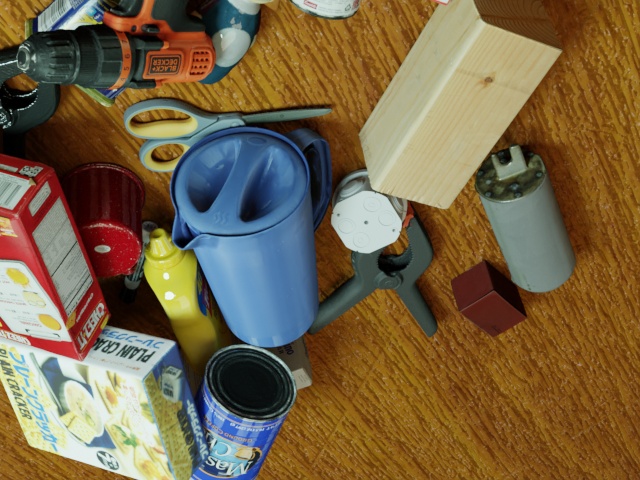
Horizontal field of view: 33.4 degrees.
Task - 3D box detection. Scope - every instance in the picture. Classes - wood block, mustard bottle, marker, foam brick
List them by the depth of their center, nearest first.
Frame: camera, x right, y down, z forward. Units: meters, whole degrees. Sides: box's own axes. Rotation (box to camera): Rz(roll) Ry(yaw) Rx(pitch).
[{"bbox_3d":[0.127,-0.138,1.017,0.090,0.090,0.206,14,132,-23],"label":"wood block"},{"bbox_3d":[-0.148,0.056,1.157,0.058,0.096,0.191,-14,137,3],"label":"mustard bottle"},{"bbox_3d":[-0.201,0.027,1.171,0.020,0.020,0.121,8,134,-20],"label":"marker"},{"bbox_3d":[0.201,0.071,1.279,0.053,0.051,0.078,-33,132,23],"label":"foam brick"}]

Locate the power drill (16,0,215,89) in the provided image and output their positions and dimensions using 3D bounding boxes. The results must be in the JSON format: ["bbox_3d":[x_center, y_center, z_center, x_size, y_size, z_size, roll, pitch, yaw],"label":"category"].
[{"bbox_3d":[-0.145,-0.208,0.832,0.184,0.057,0.188,-13,127,-49],"label":"power drill"}]

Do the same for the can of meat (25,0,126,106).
[{"bbox_3d":[-0.190,-0.179,0.930,0.084,0.057,0.102,-36,132,21],"label":"can of meat"}]

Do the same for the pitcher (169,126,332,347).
[{"bbox_3d":[-0.057,0.001,1.097,0.149,0.145,0.243,-4,146,4],"label":"pitcher"}]

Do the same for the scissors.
[{"bbox_3d":[-0.095,-0.103,1.061,0.201,0.016,0.096,3,137,-15],"label":"scissors"}]

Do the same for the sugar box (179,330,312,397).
[{"bbox_3d":[-0.101,0.154,1.272,0.176,0.093,0.048,-18,138,8],"label":"sugar box"}]

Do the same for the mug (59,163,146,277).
[{"bbox_3d":[-0.218,-0.010,1.083,0.093,0.081,0.117,-18,137,7],"label":"mug"}]

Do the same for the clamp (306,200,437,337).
[{"bbox_3d":[0.085,0.042,1.234,0.164,0.036,0.210,7,131,-17],"label":"clamp"}]

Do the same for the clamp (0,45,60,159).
[{"bbox_3d":[-0.289,-0.115,0.989,0.172,0.039,0.120,-32,134,26],"label":"clamp"}]

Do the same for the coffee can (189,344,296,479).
[{"bbox_3d":[-0.095,0.198,1.175,0.102,0.103,0.140,7,133,-19],"label":"coffee can"}]

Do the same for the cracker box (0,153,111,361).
[{"bbox_3d":[-0.304,0.008,1.008,0.164,0.072,0.214,14,142,19],"label":"cracker box"}]
